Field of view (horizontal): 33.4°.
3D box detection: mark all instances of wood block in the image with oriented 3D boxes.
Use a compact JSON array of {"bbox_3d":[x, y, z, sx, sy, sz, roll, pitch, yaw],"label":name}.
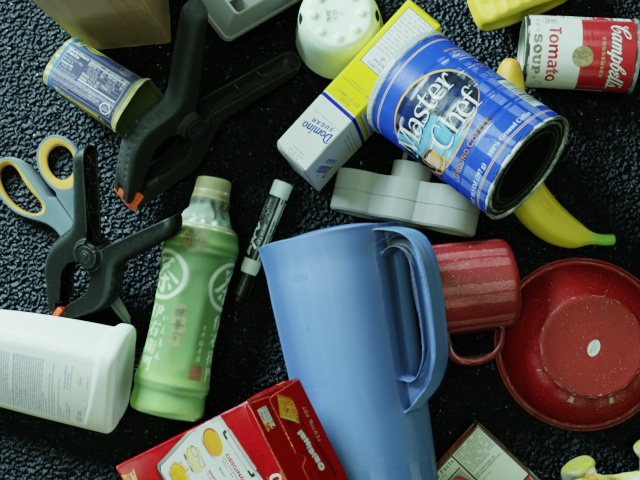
[{"bbox_3d":[-0.198,-0.241,0.941,0.090,0.206,0.091,-5,86,3],"label":"wood block"}]

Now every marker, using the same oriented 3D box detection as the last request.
[{"bbox_3d":[-0.057,0.001,1.009,0.020,0.020,0.121,21,88,5],"label":"marker"}]

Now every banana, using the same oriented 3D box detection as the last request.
[{"bbox_3d":[0.194,-0.067,0.976,0.069,0.037,0.198,-30,100,5],"label":"banana"}]

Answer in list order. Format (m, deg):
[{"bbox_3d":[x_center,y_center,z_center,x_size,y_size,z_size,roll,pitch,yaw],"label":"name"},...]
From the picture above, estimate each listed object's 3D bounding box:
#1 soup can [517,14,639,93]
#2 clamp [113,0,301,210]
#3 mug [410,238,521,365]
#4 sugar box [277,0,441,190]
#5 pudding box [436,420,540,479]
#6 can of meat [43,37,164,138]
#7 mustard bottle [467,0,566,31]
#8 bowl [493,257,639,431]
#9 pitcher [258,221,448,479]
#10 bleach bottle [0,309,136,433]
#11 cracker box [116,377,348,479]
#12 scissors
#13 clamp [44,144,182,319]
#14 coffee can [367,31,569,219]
[{"bbox_3d":[0.235,-0.172,0.979,0.102,0.068,0.068,4,86,4],"label":"soup can"},{"bbox_3d":[-0.114,-0.115,0.985,0.036,0.164,0.210,48,113,30],"label":"clamp"},{"bbox_3d":[0.132,0.053,0.955,0.081,0.093,0.117,-7,72,-6],"label":"mug"},{"bbox_3d":[0.037,-0.130,0.975,0.176,0.093,0.048,-45,78,-1],"label":"sugar box"},{"bbox_3d":[0.152,0.235,0.971,0.113,0.039,0.090,43,92,7],"label":"pudding box"},{"bbox_3d":[-0.198,-0.137,0.987,0.084,0.102,0.057,32,87,7],"label":"can of meat"},{"bbox_3d":[0.160,-0.300,0.998,0.096,0.058,0.191,-21,85,0],"label":"mustard bottle"},{"bbox_3d":[0.241,0.095,0.967,0.162,0.055,0.162,0,87,3],"label":"bowl"},{"bbox_3d":[0.037,0.106,0.932,0.145,0.149,0.243,-10,86,-2],"label":"pitcher"},{"bbox_3d":[-0.301,0.102,0.986,0.251,0.068,0.103,13,116,6],"label":"bleach bottle"},{"bbox_3d":[-0.065,0.228,0.910,0.214,0.071,0.164,-32,82,43],"label":"cracker box"},{"bbox_3d":[-0.226,-0.020,1.022,0.202,0.016,0.096,41,89,5],"label":"scissors"},{"bbox_3d":[-0.197,0.011,0.977,0.120,0.039,0.172,31,114,21],"label":"clamp"},{"bbox_3d":[0.124,-0.099,0.912,0.140,0.102,0.103,40,89,25],"label":"coffee can"}]
